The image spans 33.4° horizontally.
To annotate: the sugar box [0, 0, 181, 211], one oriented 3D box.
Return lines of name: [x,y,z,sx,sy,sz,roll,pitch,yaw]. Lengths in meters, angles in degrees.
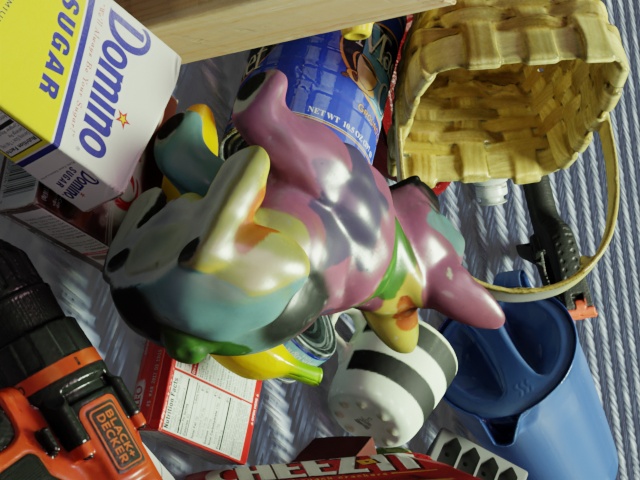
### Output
sugar box: [-0.154,-0.101,0.508,0.176,0.048,0.093,36,55,-28]

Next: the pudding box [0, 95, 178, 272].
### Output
pudding box: [-0.127,-0.050,0.591,0.090,0.039,0.113,36,56,-50]

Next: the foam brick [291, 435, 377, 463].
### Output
foam brick: [0.014,0.187,0.771,0.052,0.051,0.078,-36,116,-53]

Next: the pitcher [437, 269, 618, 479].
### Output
pitcher: [0.204,0.152,1.009,0.149,0.145,0.242,-43,135,-9]

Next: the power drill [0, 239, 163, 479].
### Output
power drill: [-0.162,0.099,0.469,0.187,0.057,0.184,-26,82,-49]

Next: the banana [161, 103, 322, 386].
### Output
banana: [-0.065,0.006,0.649,0.069,0.037,0.198,-6,69,-48]

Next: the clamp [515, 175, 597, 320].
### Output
clamp: [0.221,-0.004,1.034,0.210,0.036,0.164,-100,179,-59]

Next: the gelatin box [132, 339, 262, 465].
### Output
gelatin box: [-0.076,0.093,0.661,0.089,0.030,0.073,35,57,-47]

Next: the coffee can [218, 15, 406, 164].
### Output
coffee can: [-0.003,-0.106,0.735,0.102,0.103,0.140,46,50,-45]

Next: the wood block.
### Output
wood block: [-0.039,-0.161,0.588,0.090,0.206,0.091,1,85,-58]
